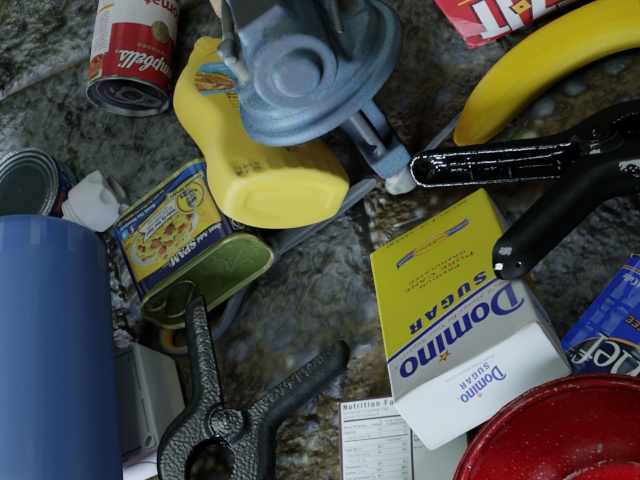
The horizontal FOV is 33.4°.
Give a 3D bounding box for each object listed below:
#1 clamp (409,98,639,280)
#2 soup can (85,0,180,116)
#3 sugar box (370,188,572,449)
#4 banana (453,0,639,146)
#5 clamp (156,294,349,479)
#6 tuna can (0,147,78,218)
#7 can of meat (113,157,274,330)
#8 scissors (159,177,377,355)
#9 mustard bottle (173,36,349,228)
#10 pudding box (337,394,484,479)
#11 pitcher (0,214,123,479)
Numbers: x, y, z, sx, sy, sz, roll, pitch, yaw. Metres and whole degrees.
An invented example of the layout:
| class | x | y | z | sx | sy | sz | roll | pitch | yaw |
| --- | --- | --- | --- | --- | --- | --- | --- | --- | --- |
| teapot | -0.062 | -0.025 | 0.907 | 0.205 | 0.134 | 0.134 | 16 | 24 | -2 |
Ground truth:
| class | x | y | z | sx | sy | sz | roll | pitch | yaw |
| --- | --- | --- | --- | --- | --- | --- | --- | --- | --- |
| clamp | 0.164 | -0.052 | 0.668 | 0.210 | 0.036 | 0.165 | -23 | 28 | -10 |
| soup can | -0.153 | -0.163 | 0.883 | 0.069 | 0.068 | 0.102 | -6 | 69 | 25 |
| sugar box | 0.083 | 0.040 | 0.646 | 0.093 | 0.048 | 0.176 | -32 | 21 | 13 |
| banana | 0.176 | -0.123 | 0.719 | 0.198 | 0.037 | 0.069 | -19 | 64 | 20 |
| clamp | -0.050 | 0.123 | 0.718 | 0.120 | 0.039 | 0.171 | 6 | 67 | 13 |
| tuna can | -0.246 | -0.033 | 0.902 | 0.086 | 0.033 | 0.086 | -10 | 67 | 24 |
| can of meat | -0.096 | 0.001 | 0.780 | 0.102 | 0.057 | 0.084 | -36 | 56 | 11 |
| scissors | -0.055 | 0.001 | 0.803 | 0.202 | 0.016 | 0.096 | -46 | 58 | 4 |
| mustard bottle | -0.057 | -0.092 | 0.791 | 0.192 | 0.096 | 0.058 | 61 | 141 | 39 |
| pudding box | 0.059 | 0.153 | 0.675 | 0.090 | 0.039 | 0.113 | -11 | 66 | 23 |
| pitcher | -0.200 | 0.114 | 0.702 | 0.149 | 0.145 | 0.243 | -5 | 63 | -2 |
